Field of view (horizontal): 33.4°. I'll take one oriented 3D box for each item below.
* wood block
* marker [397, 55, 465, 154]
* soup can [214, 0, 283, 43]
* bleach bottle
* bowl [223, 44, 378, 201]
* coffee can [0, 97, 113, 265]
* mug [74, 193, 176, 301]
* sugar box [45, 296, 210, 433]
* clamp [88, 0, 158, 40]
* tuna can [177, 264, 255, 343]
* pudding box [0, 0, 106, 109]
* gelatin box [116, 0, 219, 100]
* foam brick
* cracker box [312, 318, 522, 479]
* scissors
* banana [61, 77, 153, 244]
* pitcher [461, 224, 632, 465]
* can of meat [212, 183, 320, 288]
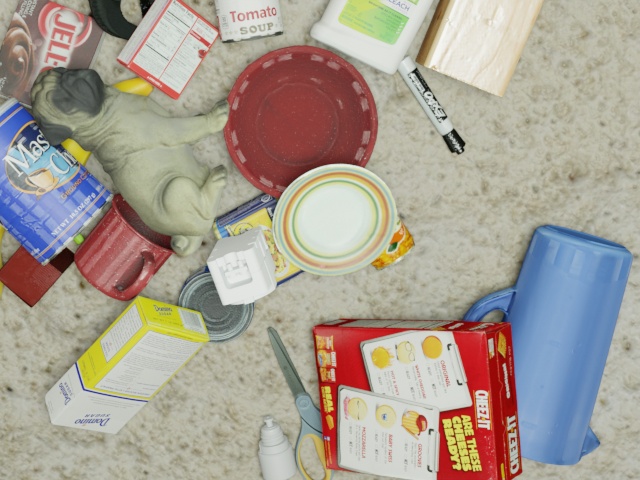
[{"bbox_3d":[0.180,-0.261,1.090,0.090,0.091,0.206,21,102,-5],"label":"wood block"},{"bbox_3d":[0.120,-0.144,1.151,0.020,0.020,0.121,-33,102,6],"label":"marker"},{"bbox_3d":[-0.078,-0.258,1.096,0.068,0.068,0.102,-8,104,0],"label":"soup can"},{"bbox_3d":[0.087,-0.303,1.094,0.102,0.068,0.251,25,99,-6],"label":"bleach bottle"},{"bbox_3d":[-0.022,-0.123,1.128,0.162,0.055,0.162,0,95,-5],"label":"bowl"},{"bbox_3d":[-0.295,-0.059,1.077,0.103,0.103,0.140,-43,103,8],"label":"coffee can"},{"bbox_3d":[-0.205,0.017,1.134,0.093,0.117,0.081,30,107,-39],"label":"mug"},{"bbox_3d":[-0.210,0.137,1.153,0.176,0.048,0.093,-42,141,23],"label":"sugar box"},{"bbox_3d":[-0.217,-0.258,1.069,0.120,0.039,0.171,-33,126,-12],"label":"clamp"},{"bbox_3d":[-0.116,0.071,1.186,0.086,0.034,0.086,0,103,-1],"label":"tuna can"},{"bbox_3d":[-0.283,-0.190,1.109,0.090,0.039,0.113,21,88,-5],"label":"pudding box"},{"bbox_3d":[-0.156,-0.202,1.102,0.073,0.030,0.089,32,91,-45],"label":"gelatin box"},{"bbox_3d":[-0.305,0.028,1.150,0.053,0.078,0.051,42,100,-10],"label":"foam brick"},{"bbox_3d":[0.101,0.168,1.135,0.214,0.071,0.164,-2,96,36],"label":"cracker box"},{"bbox_3d":[0.001,0.189,1.226,0.096,0.016,0.202,-8,103,-1],"label":"scissors"},{"bbox_3d":[-0.248,-0.097,1.145,0.069,0.037,0.198,23,102,-17],"label":"banana"},{"bbox_3d":[0.242,0.108,1.160,0.148,0.145,0.243,7,102,-44],"label":"pitcher"},{"bbox_3d":[-0.058,0.002,1.161,0.084,0.057,0.102,-28,101,7],"label":"can of meat"}]
